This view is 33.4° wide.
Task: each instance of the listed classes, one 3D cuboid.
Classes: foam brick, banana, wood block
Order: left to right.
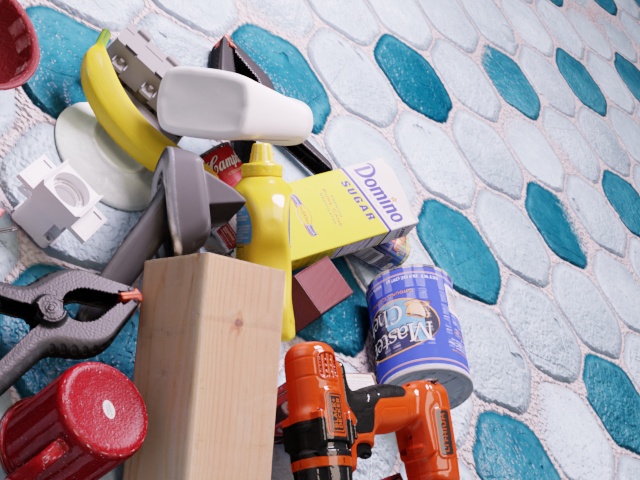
[{"bbox_3d":[-0.181,-0.121,1.062,0.069,0.037,0.198,-36,92,-24],"label":"banana"},{"bbox_3d":[-0.095,0.122,0.879,0.090,0.090,0.206,15,74,-42],"label":"wood block"},{"bbox_3d":[-0.012,0.060,1.144,0.051,0.053,0.078,55,34,4],"label":"foam brick"}]

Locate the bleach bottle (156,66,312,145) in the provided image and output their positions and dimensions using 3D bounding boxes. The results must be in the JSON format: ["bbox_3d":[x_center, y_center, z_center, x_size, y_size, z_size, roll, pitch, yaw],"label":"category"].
[{"bbox_3d":[-0.075,-0.134,1.134,0.250,0.103,0.068,-5,103,-74],"label":"bleach bottle"}]

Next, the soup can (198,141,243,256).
[{"bbox_3d":[-0.096,-0.043,1.122,0.102,0.069,0.068,56,33,3],"label":"soup can"}]

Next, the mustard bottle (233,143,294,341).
[{"bbox_3d":[-0.056,0.001,1.039,0.058,0.096,0.191,-1,89,-12],"label":"mustard bottle"}]

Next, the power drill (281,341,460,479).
[{"bbox_3d":[0.047,0.187,0.948,0.187,0.057,0.184,14,63,-46],"label":"power drill"}]

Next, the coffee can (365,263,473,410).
[{"bbox_3d":[0.109,0.112,1.198,0.102,0.103,0.140,26,41,-35],"label":"coffee can"}]

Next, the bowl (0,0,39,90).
[{"bbox_3d":[-0.339,-0.188,0.968,0.162,0.055,0.162,32,38,-29],"label":"bowl"}]

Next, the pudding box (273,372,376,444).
[{"bbox_3d":[-0.007,0.161,1.021,0.113,0.090,0.039,6,54,-49],"label":"pudding box"}]

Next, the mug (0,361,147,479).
[{"bbox_3d":[-0.192,0.150,0.812,0.093,0.082,0.117,53,33,0],"label":"mug"}]

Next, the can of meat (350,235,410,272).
[{"bbox_3d":[0.060,-0.020,1.304,0.083,0.058,0.102,30,40,-35],"label":"can of meat"}]

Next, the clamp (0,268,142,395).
[{"bbox_3d":[-0.227,0.055,0.844,0.171,0.039,0.120,-19,74,-43],"label":"clamp"}]

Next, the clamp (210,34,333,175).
[{"bbox_3d":[-0.071,-0.153,1.283,0.164,0.036,0.210,4,56,-49],"label":"clamp"}]

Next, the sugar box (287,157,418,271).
[{"bbox_3d":[0.015,-0.030,1.205,0.176,0.048,0.093,-18,72,-26],"label":"sugar box"}]
